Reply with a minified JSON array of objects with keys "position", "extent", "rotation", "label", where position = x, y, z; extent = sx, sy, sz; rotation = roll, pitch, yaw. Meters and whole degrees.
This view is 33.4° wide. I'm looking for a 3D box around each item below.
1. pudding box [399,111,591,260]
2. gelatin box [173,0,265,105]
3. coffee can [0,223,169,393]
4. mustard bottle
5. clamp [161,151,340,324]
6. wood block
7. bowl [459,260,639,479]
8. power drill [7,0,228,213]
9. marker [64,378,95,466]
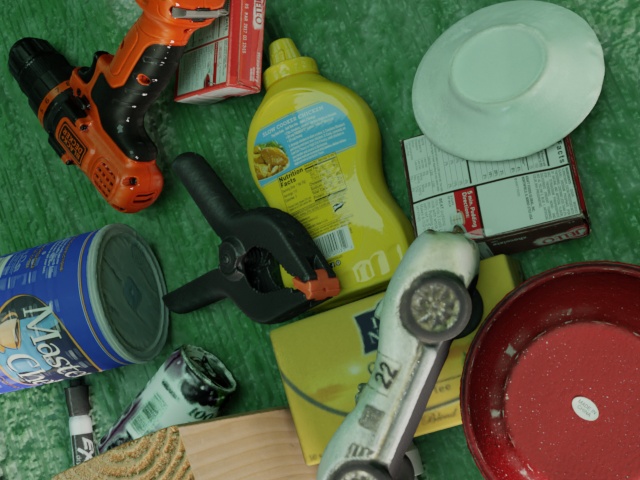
[{"position":[0.114,-0.037,0.707],"extent":[0.114,0.039,0.090],"rotation":[-13,65,16],"label":"pudding box"},{"position":[-0.073,-0.140,0.774],"extent":[0.089,0.030,0.073],"rotation":[-2,84,57],"label":"gelatin box"},{"position":[-0.197,0.053,0.787],"extent":[0.140,0.102,0.103],"rotation":[-14,81,18],"label":"coffee can"},{"position":[-0.001,-0.052,0.748],"extent":[0.096,0.058,0.191],"rotation":[-23,79,24],"label":"mustard bottle"},{"position":[-0.055,0.001,0.736],"extent":[0.172,0.039,0.120],"rotation":[7,106,44],"label":"clamp"},{"position":[-0.066,0.165,0.675],"extent":[0.090,0.205,0.091],"rotation":[-25,78,16],"label":"wood block"},{"position":[0.150,0.090,0.584],"extent":[0.162,0.055,0.162],"rotation":[-2,84,20],"label":"bowl"},{"position":[-0.154,-0.141,0.781],"extent":[0.184,0.057,0.188],"rotation":[47,128,23],"label":"power drill"},{"position":[-0.181,0.166,0.816],"extent":[0.020,0.020,0.121],"rotation":[-11,82,19],"label":"marker"}]
